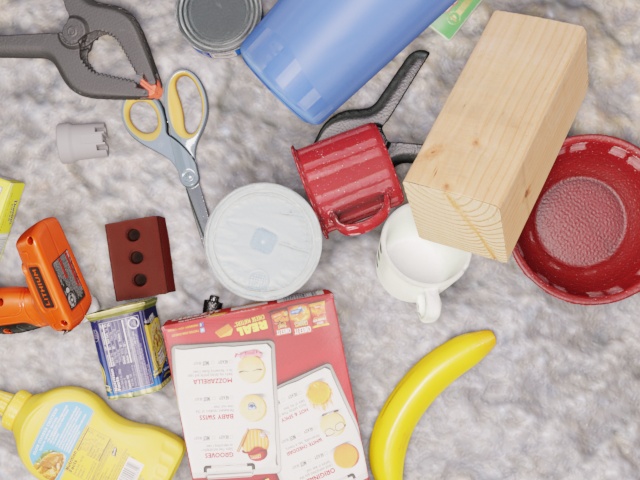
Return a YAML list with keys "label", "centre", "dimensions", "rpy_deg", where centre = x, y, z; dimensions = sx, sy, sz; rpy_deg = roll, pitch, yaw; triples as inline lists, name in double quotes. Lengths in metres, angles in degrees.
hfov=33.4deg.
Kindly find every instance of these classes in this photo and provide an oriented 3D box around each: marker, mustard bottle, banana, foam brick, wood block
- label: "marker"
  centre: [-0.116, 0.114, 1.054]
  dimensions: [0.020, 0.020, 0.121]
  rpy_deg: [12, 89, 2]
- label: "mustard bottle"
  centre: [-0.234, 0.197, 1.037]
  dimensions: [0.191, 0.058, 0.096]
  rpy_deg: [27, 91, 2]
- label: "banana"
  centre: [0.098, 0.163, 1.038]
  dimensions: [0.069, 0.037, 0.198]
  rpy_deg: [27, 91, -15]
- label: "foam brick"
  centre: [-0.175, 0.017, 1.042]
  dimensions: [0.053, 0.051, 0.078]
  rpy_deg: [-9, 88, 2]
- label: "wood block"
  centre: [0.163, -0.097, 0.962]
  dimensions: [0.090, 0.091, 0.206]
  rpy_deg: [17, 63, 25]

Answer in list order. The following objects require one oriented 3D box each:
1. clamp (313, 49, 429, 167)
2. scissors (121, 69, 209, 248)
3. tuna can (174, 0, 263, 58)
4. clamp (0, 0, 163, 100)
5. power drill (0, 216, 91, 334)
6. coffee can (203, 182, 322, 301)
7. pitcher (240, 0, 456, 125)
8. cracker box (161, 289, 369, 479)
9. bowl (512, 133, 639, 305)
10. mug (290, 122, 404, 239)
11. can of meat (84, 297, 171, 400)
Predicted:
- label: "clamp"
  centre: [0.064, -0.092, 1.041]
  dimensions: [0.171, 0.039, 0.120]
  rpy_deg: [-35, 83, 7]
- label: "scissors"
  centre: [-0.149, -0.070, 1.061]
  dimensions: [0.096, 0.016, 0.202]
  rpy_deg: [-1, 89, 4]
- label: "tuna can"
  centre: [-0.099, -0.223, 1.053]
  dimensions: [0.086, 0.034, 0.086]
  rpy_deg: [0, 89, 2]
- label: "clamp"
  centre: [-0.248, -0.197, 1.052]
  dimensions: [0.210, 0.036, 0.164]
  rpy_deg: [43, 97, 6]
- label: "power drill"
  centre: [-0.324, 0.035, 1.007]
  dimensions: [0.188, 0.057, 0.184]
  rpy_deg: [-13, 112, 19]
- label: "coffee can"
  centre: [-0.056, 0.001, 0.986]
  dimensions: [0.102, 0.140, 0.103]
  rpy_deg: [0, 90, -6]
- label: "pitcher"
  centre: [0.036, -0.234, 0.998]
  dimensions: [0.243, 0.149, 0.145]
  rpy_deg: [-44, 114, 9]
- label: "cracker box"
  centre: [-0.049, 0.165, 1.014]
  dimensions: [0.164, 0.072, 0.214]
  rpy_deg: [-11, 93, -3]
- label: "bowl"
  centre: [0.254, -0.019, 1.022]
  dimensions: [0.162, 0.055, 0.162]
  rpy_deg: [0, 89, 2]
- label: "mug"
  centre: [0.029, -0.051, 0.978]
  dimensions: [0.081, 0.117, 0.093]
  rpy_deg: [-21, 132, 3]
- label: "can of meat"
  centre: [-0.180, 0.102, 1.017]
  dimensions: [0.057, 0.102, 0.084]
  rpy_deg: [-13, 90, 1]
